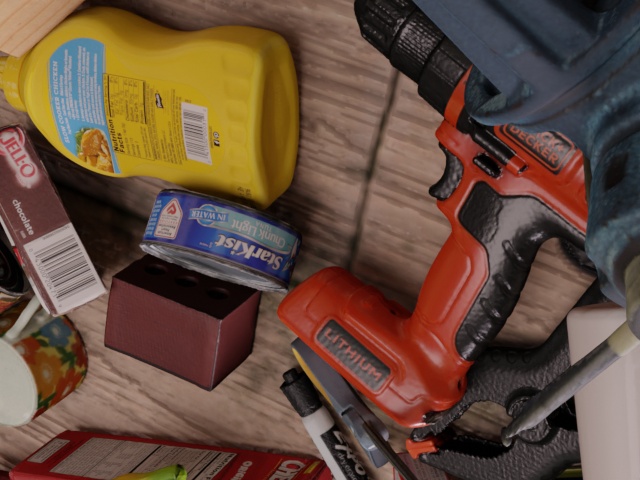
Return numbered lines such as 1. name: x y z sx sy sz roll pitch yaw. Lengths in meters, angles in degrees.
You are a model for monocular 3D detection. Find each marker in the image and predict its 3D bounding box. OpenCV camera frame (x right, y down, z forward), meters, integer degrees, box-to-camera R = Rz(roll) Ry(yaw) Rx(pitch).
1. marker: 0.011 0.131 0.649 0.020 0.020 0.121 -27 96 34

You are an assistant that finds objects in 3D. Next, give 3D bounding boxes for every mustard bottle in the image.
1. mustard bottle: -0.107 -0.080 0.599 0.192 0.058 0.096 13 125 23

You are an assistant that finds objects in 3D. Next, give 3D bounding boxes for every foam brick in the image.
1. foam brick: -0.083 0.046 0.644 0.078 0.052 0.051 19 119 19

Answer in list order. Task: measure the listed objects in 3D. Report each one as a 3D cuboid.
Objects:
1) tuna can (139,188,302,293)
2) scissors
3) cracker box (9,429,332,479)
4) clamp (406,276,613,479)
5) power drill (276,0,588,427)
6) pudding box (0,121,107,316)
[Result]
1. tuna can: -0.054 0.001 0.589 0.086 0.086 0.034 13 81 23
2. scissors: 0.031 0.108 0.556 0.016 0.202 0.096 -35 117 -6
3. cracker box: -0.087 0.218 0.709 0.214 0.072 0.164 0 111 27
4. clamp: 0.125 0.095 0.557 0.172 0.039 0.120 -35 73 37
5. power drill: 0.055 -0.015 0.529 0.184 0.057 0.188 41 118 17
6. pudding box: -0.172 -0.013 0.648 0.113 0.039 0.090 67 167 -8
